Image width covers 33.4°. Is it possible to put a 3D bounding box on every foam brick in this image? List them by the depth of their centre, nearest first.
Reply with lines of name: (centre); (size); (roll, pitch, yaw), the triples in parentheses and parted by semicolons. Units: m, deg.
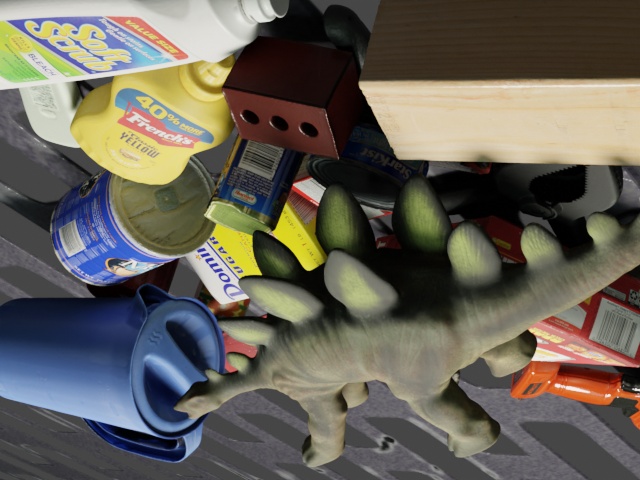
foam brick: (-0.017, -0.096, 0.710); (0.078, 0.051, 0.053); (14, 150, 23)

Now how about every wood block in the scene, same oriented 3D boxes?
wood block: (0.139, -0.103, 0.621); (0.206, 0.090, 0.090); (3, 154, 24)

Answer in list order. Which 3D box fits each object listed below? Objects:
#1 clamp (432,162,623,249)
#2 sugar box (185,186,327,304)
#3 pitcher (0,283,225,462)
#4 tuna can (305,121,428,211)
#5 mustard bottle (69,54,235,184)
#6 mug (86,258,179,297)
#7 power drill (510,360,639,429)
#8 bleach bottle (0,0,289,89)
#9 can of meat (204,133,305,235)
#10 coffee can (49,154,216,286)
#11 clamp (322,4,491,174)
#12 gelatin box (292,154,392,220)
clamp: (0.157, -0.038, 0.812); (0.164, 0.036, 0.210); (14, 159, 1)
sugar box: (-0.056, 0.002, 0.974); (0.177, 0.048, 0.093); (-18, 111, 47)
pitcher: (-0.222, 0.126, 1.065); (0.243, 0.149, 0.144); (1, 160, 35)
tuna can: (0.035, -0.054, 0.775); (0.086, 0.033, 0.086); (20, 166, 5)
mustard bottle: (-0.115, -0.103, 0.811); (0.096, 0.058, 0.192); (32, 151, -21)
mug: (-0.192, 0.028, 1.103); (0.093, 0.081, 0.117); (18, 155, -5)
power drill: (0.298, 0.142, 1.084); (0.187, 0.057, 0.184); (15, 156, 2)
bleach bottle: (-0.141, -0.155, 0.713); (0.251, 0.068, 0.102); (-1, 151, 27)
can of meat: (-0.048, -0.052, 0.817); (0.057, 0.084, 0.102); (23, 170, -7)
coffee can: (-0.169, -0.021, 0.961); (0.102, 0.102, 0.141); (29, 153, -27)
clamp: (0.044, -0.094, 0.760); (0.171, 0.039, 0.120); (34, 157, -21)
gelatin box: (0.028, -0.049, 0.875); (0.073, 0.030, 0.089); (32, 151, -29)
